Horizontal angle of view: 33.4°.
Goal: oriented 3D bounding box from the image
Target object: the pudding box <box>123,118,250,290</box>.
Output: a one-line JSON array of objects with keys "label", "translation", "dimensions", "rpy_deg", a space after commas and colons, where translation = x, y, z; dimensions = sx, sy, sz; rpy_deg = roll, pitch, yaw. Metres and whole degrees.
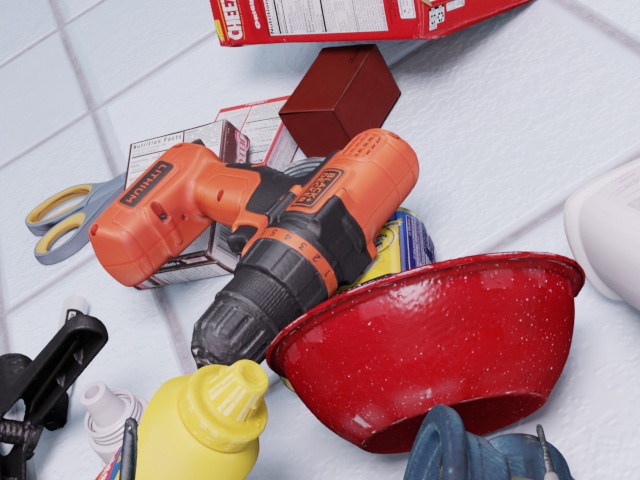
[{"label": "pudding box", "translation": [-0.101, -0.026, 0.781], "dimensions": [0.090, 0.039, 0.113], "rpy_deg": [-11, 60, 28]}]

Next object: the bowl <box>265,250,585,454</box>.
[{"label": "bowl", "translation": [0.057, 0.063, 0.516], "dimensions": [0.162, 0.162, 0.055], "rpy_deg": [-21, 67, 16]}]

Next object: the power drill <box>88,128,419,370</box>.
[{"label": "power drill", "translation": [-0.054, 0.001, 0.635], "dimensions": [0.188, 0.057, 0.184], "rpy_deg": [9, 45, 43]}]

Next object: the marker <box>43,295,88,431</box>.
[{"label": "marker", "translation": [-0.181, 0.085, 0.753], "dimensions": [0.020, 0.020, 0.121], "rpy_deg": [-22, 37, 14]}]

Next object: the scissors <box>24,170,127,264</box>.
[{"label": "scissors", "translation": [-0.164, -0.036, 0.886], "dimensions": [0.202, 0.016, 0.096], "rpy_deg": [-20, 39, 19]}]

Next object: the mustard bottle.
[{"label": "mustard bottle", "translation": [-0.080, 0.120, 0.523], "dimensions": [0.192, 0.058, 0.096], "rpy_deg": [-49, 1, 35]}]

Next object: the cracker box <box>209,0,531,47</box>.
[{"label": "cracker box", "translation": [0.041, -0.202, 0.839], "dimensions": [0.214, 0.072, 0.163], "rpy_deg": [7, 26, 43]}]

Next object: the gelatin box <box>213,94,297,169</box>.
[{"label": "gelatin box", "translation": [-0.056, -0.072, 0.836], "dimensions": [0.073, 0.030, 0.089], "rpy_deg": [-8, 43, 28]}]

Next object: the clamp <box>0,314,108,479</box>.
[{"label": "clamp", "translation": [-0.190, 0.111, 0.665], "dimensions": [0.210, 0.036, 0.164], "rpy_deg": [15, 84, 63]}]

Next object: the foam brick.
[{"label": "foam brick", "translation": [0.016, -0.103, 0.801], "dimensions": [0.053, 0.051, 0.078], "rpy_deg": [4, 49, 38]}]

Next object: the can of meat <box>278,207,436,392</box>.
[{"label": "can of meat", "translation": [0.021, 0.034, 0.630], "dimensions": [0.102, 0.057, 0.084], "rpy_deg": [-20, 36, 17]}]
